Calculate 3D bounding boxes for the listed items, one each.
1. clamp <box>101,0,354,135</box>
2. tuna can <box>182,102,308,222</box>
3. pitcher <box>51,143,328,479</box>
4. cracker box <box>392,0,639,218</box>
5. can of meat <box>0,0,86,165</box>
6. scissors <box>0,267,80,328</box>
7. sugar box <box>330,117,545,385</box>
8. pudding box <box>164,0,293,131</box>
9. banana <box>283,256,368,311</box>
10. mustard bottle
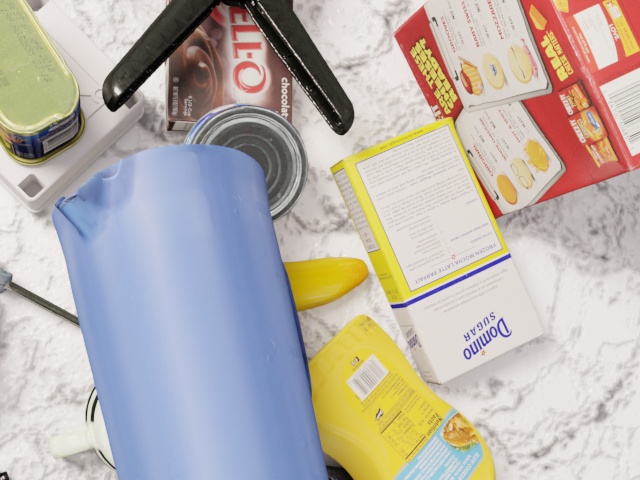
[{"bbox_3d":[-0.048,-0.167,0.715,0.164,0.036,0.210,11,73,-13],"label":"clamp"},{"bbox_3d":[-0.052,-0.051,0.731,0.086,0.034,0.086,-2,98,-14],"label":"tuna can"},{"bbox_3d":[-0.063,0.078,0.625,0.149,0.145,0.243,-10,67,-15],"label":"pitcher"},{"bbox_3d":[0.145,-0.113,0.722,0.072,0.214,0.164,-26,90,-16],"label":"cracker box"},{"bbox_3d":[-0.188,-0.103,0.654,0.057,0.084,0.102,-33,92,-14],"label":"can of meat"},{"bbox_3d":[-0.221,0.021,0.692,0.201,0.096,0.016,31,88,-4],"label":"scissors"},{"bbox_3d":[0.085,0.007,0.782,0.093,0.048,0.176,-23,92,-14],"label":"sugar box"},{"bbox_3d":[-0.066,-0.133,0.767,0.090,0.039,0.113,2,84,-13],"label":"pudding box"},{"bbox_3d":[-0.064,0.017,0.751,0.197,0.037,0.069,19,80,-10],"label":"banana"},{"bbox_3d":[0.063,0.147,0.736,0.191,0.058,0.096,46,50,4],"label":"mustard bottle"}]
